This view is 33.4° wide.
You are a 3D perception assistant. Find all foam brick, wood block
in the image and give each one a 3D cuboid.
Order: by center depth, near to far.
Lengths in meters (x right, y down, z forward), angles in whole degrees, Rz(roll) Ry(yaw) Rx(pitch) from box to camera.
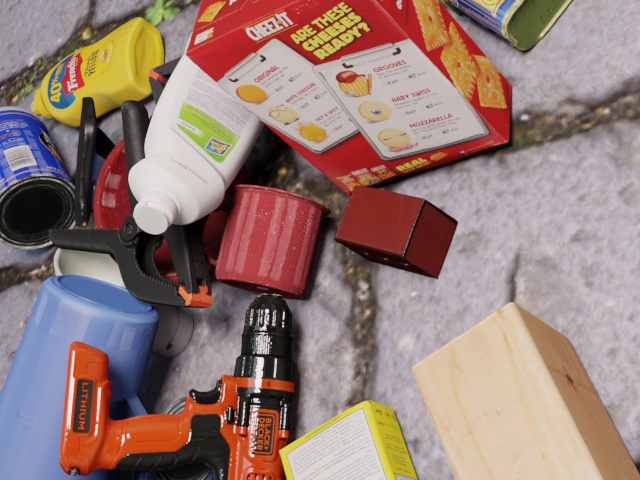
[{"bbox_3d":[0.149,0.156,0.689,0.090,0.090,0.206,-37,50,21],"label":"wood block"},{"bbox_3d":[0.061,-0.008,0.869,0.078,0.052,0.051,15,80,44],"label":"foam brick"}]

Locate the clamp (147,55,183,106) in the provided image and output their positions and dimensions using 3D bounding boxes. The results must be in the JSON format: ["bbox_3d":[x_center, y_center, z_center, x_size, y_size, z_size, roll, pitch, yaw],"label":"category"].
[{"bbox_3d":[-0.124,-0.138,1.101,0.172,0.039,0.120,16,78,43],"label":"clamp"}]

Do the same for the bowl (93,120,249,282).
[{"bbox_3d":[-0.134,-0.036,1.026,0.162,0.055,0.162,-3,81,18],"label":"bowl"}]

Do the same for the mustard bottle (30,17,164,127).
[{"bbox_3d":[-0.266,-0.182,1.230,0.192,0.058,0.096,-17,58,35],"label":"mustard bottle"}]

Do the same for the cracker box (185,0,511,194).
[{"bbox_3d":[0.028,-0.136,0.845,0.164,0.213,0.072,-17,50,35],"label":"cracker box"}]

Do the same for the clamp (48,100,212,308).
[{"bbox_3d":[-0.157,-0.019,0.955,0.210,0.036,0.165,39,108,36],"label":"clamp"}]

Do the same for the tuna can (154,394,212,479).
[{"bbox_3d":[-0.108,0.181,0.938,0.086,0.033,0.086,-19,59,34],"label":"tuna can"}]

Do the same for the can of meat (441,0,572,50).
[{"bbox_3d":[0.162,-0.217,0.879,0.102,0.057,0.084,-53,48,9],"label":"can of meat"}]

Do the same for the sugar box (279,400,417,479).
[{"bbox_3d":[0.036,0.217,0.791,0.093,0.048,0.176,-35,55,23],"label":"sugar box"}]

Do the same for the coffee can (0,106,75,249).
[{"bbox_3d":[-0.340,-0.072,1.210,0.103,0.102,0.140,-48,47,13],"label":"coffee can"}]

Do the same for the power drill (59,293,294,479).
[{"bbox_3d":[-0.114,0.127,0.872,0.057,0.187,0.184,131,144,-73],"label":"power drill"}]

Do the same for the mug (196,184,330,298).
[{"bbox_3d":[-0.056,0.001,0.933,0.117,0.093,0.081,11,81,10],"label":"mug"}]

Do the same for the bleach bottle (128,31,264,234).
[{"bbox_3d":[-0.109,-0.097,0.929,0.068,0.102,0.250,-56,7,41],"label":"bleach bottle"}]

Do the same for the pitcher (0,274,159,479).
[{"bbox_3d":[-0.221,0.163,0.951,0.243,0.149,0.145,-70,23,7],"label":"pitcher"}]
